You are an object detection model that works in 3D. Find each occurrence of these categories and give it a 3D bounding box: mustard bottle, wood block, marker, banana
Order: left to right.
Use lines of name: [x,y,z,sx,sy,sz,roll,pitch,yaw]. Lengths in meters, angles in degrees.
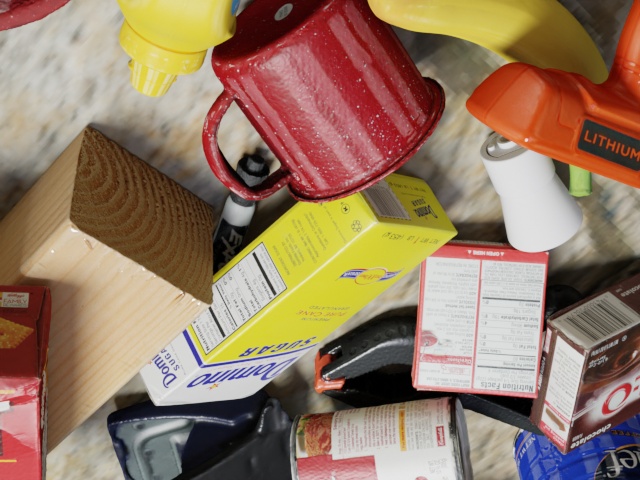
wood block: [-0.160,0.048,0.604,0.090,0.090,0.206,34,119,-28]
mustard bottle: [-0.047,-0.144,0.455,0.058,0.096,0.192,15,126,-16]
marker: [-0.054,0.001,0.618,0.020,0.020,0.121,13,126,-14]
banana: [0.097,-0.092,0.520,0.037,0.069,0.197,-5,153,43]

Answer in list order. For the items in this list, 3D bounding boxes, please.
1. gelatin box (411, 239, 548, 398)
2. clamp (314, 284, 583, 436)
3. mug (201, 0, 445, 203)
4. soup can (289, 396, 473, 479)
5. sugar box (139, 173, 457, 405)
gelatin box: [0.093,0.045,0.627,0.073,0.030,0.089,4,96,4]
clamp: [0.084,0.073,0.674,0.171,0.039,0.120,4,120,-7]
mug: [-0.008,-0.071,0.515,0.117,0.093,0.081,-42,119,-7]
soup can: [0.039,0.135,0.660,0.102,0.068,0.068,-9,129,13]
sugar box: [-0.016,0.030,0.603,0.176,0.048,0.093,-43,155,25]
